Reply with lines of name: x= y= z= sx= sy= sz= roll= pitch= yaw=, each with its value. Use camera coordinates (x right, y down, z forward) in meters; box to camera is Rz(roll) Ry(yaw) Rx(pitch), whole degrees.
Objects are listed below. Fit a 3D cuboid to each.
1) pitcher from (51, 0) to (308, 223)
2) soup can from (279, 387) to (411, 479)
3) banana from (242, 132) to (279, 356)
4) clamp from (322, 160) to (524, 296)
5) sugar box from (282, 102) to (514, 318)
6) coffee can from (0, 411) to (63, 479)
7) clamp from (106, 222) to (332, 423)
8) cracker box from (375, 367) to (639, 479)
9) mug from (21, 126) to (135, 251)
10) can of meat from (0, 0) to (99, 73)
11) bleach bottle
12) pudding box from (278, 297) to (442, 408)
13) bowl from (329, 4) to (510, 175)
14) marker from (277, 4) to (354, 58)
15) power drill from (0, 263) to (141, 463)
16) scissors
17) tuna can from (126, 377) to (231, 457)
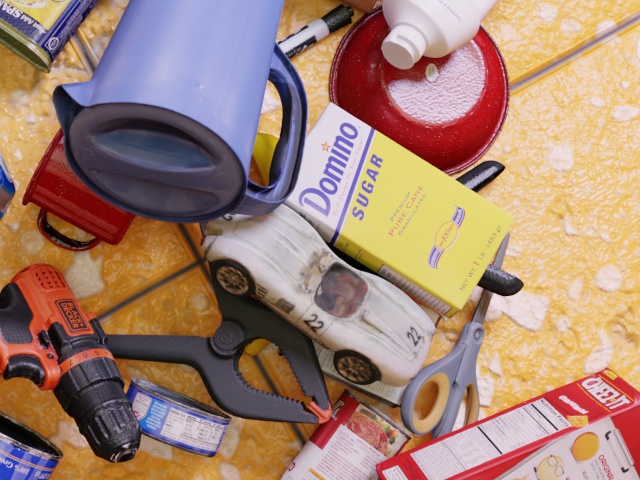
pitcher: x=-0.087 y=-0.138 z=0.814 sx=0.145 sy=0.149 sz=0.242 roll=1 pitch=54 yaw=17
soup can: x=0.018 y=0.181 z=0.865 sx=0.068 sy=0.068 sz=0.102 roll=37 pitch=82 yaw=-3
banana: x=-0.038 y=-0.004 z=0.891 sx=0.070 sy=0.037 sz=0.198 roll=-5 pitch=84 yaw=11
clamp: x=0.087 y=-0.016 z=0.903 sx=0.171 sy=0.039 sz=0.120 roll=5 pitch=64 yaw=-2
sugar box: x=0.055 y=-0.024 z=0.854 sx=0.176 sy=0.048 sz=0.093 roll=32 pitch=74 yaw=0
coffee can: x=-0.275 y=0.201 z=0.807 sx=0.103 sy=0.103 sz=0.140 roll=30 pitch=82 yaw=-4
clamp: x=-0.082 y=0.083 z=0.854 sx=0.164 sy=0.036 sz=0.210 roll=-45 pitch=80 yaw=1
cracker box: x=0.165 y=0.217 z=0.854 sx=0.213 sy=0.072 sz=0.164 roll=-21 pitch=114 yaw=-9
mug: x=-0.184 y=-0.040 z=0.853 sx=0.081 sy=0.093 sz=0.117 roll=29 pitch=113 yaw=-9
can of meat: x=-0.240 y=-0.201 z=0.869 sx=0.102 sy=0.057 sz=0.084 roll=35 pitch=80 yaw=-4
bleach bottle: x=0.115 y=-0.242 z=0.878 sx=0.102 sy=0.068 sz=0.250 roll=35 pitch=65 yaw=-3
pudding box: x=0.033 y=0.078 z=0.890 sx=0.113 sy=0.039 sz=0.090 roll=25 pitch=83 yaw=-3
bowl: x=0.091 y=-0.135 z=0.907 sx=0.162 sy=0.055 sz=0.162 roll=1 pitch=85 yaw=-7
marker: x=-0.023 y=-0.167 z=0.912 sx=0.121 sy=0.020 sz=0.020 roll=-32 pitch=90 yaw=-9
power drill: x=-0.236 y=0.095 z=0.772 sx=0.184 sy=0.187 sz=0.057 roll=52 pitch=124 yaw=31
scissors: x=0.114 y=0.083 z=0.892 sx=0.096 sy=0.016 sz=0.202 roll=15 pitch=83 yaw=-41
tuna can: x=-0.116 y=0.140 z=0.842 sx=0.086 sy=0.086 sz=0.034 roll=23 pitch=84 yaw=-5
